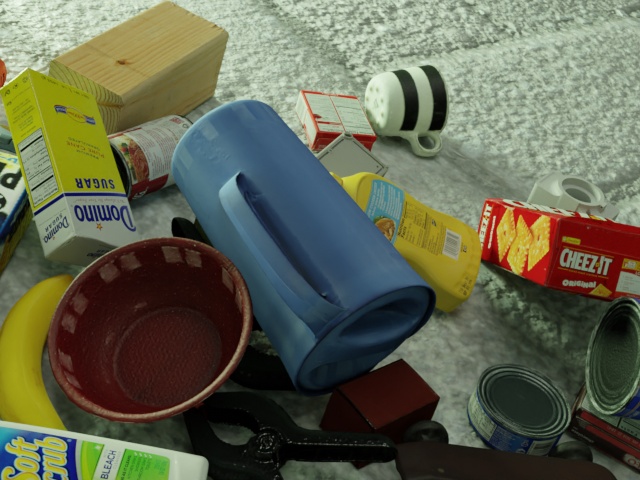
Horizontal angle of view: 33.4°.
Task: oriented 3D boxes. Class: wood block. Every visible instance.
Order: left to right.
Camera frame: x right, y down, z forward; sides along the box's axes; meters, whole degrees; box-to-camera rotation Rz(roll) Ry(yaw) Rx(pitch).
[{"bbox_3d":[-0.195,-0.173,1.144,0.091,0.090,0.205,29,38,12],"label":"wood block"}]

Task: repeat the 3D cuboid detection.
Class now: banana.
[{"bbox_3d":[-0.224,0.094,0.842,0.069,0.037,0.198,18,34,-29],"label":"banana"}]

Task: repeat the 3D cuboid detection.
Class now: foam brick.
[{"bbox_3d":[0.049,0.141,0.877,0.078,0.053,0.051,-17,49,-38],"label":"foam brick"}]

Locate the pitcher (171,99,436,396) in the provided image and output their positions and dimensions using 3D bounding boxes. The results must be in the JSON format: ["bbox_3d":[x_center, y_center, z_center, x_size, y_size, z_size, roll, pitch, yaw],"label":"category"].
[{"bbox_3d":[-0.028,-0.005,0.878,0.144,0.149,0.243,-21,60,-29],"label":"pitcher"}]

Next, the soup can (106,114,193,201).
[{"bbox_3d":[-0.173,-0.081,1.054,0.069,0.069,0.102,38,41,24],"label":"soup can"}]

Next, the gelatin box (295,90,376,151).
[{"bbox_3d":[0.017,-0.135,1.233,0.073,0.030,0.089,3,40,-21],"label":"gelatin box"}]

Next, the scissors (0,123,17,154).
[{"bbox_3d":[-0.312,-0.100,0.993,0.096,0.016,0.201,28,6,36],"label":"scissors"}]

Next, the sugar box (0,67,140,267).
[{"bbox_3d":[-0.222,-0.062,0.953,0.093,0.048,0.176,18,44,-58],"label":"sugar box"}]

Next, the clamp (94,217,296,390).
[{"bbox_3d":[-0.086,0.077,0.915,0.210,0.036,0.164,31,48,12],"label":"clamp"}]

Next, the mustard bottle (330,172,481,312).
[{"bbox_3d":[0.063,-0.012,1.028,0.191,0.058,0.096,29,49,-15],"label":"mustard bottle"}]

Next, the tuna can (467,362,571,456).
[{"bbox_3d":[0.173,0.149,0.933,0.086,0.034,0.086,11,37,-9],"label":"tuna can"}]

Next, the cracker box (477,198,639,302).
[{"bbox_3d":[0.260,0.011,1.034,0.164,0.072,0.214,11,6,-10],"label":"cracker box"}]

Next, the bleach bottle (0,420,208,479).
[{"bbox_3d":[-0.208,0.172,0.726,0.250,0.068,0.102,12,37,-5],"label":"bleach bottle"}]

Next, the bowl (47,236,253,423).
[{"bbox_3d":[-0.126,0.078,0.832,0.162,0.055,0.162,-5,56,8],"label":"bowl"}]

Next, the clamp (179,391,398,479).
[{"bbox_3d":[-0.029,0.159,0.817,0.172,0.039,0.120,35,50,27],"label":"clamp"}]
